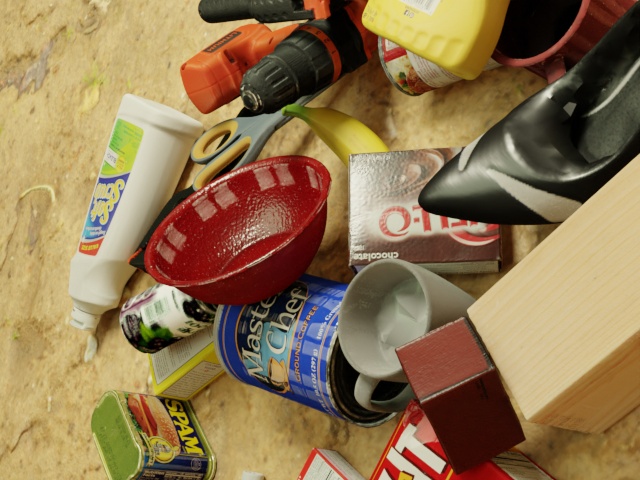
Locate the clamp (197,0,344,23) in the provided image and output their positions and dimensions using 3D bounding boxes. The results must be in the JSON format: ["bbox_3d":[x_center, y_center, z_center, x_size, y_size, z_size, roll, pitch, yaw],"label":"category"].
[{"bbox_3d":[-0.038,-0.199,0.884,0.171,0.120,0.039,-127,17,-73],"label":"clamp"}]

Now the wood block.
[{"bbox_3d":[0.203,0.020,0.650,0.206,0.090,0.091,-46,49,26],"label":"wood block"}]

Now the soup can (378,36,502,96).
[{"bbox_3d":[0.104,-0.158,0.827,0.102,0.068,0.068,-14,68,43],"label":"soup can"}]

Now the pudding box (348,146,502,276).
[{"bbox_3d":[0.078,-0.021,0.794,0.113,0.039,0.090,-4,70,11],"label":"pudding box"}]

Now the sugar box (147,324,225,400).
[{"bbox_3d":[-0.092,0.066,0.983,0.176,0.048,0.093,-37,53,29],"label":"sugar box"}]

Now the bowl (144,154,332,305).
[{"bbox_3d":[-0.056,0.001,0.842,0.162,0.055,0.162,-20,31,13],"label":"bowl"}]

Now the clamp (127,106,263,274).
[{"bbox_3d":[-0.120,-0.033,1.038,0.210,0.036,0.164,-34,34,45],"label":"clamp"}]

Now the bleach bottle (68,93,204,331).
[{"bbox_3d":[-0.206,-0.021,1.120,0.103,0.067,0.251,30,102,50],"label":"bleach bottle"}]

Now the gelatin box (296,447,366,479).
[{"bbox_3d":[0.012,0.217,0.836,0.089,0.030,0.073,35,102,46],"label":"gelatin box"}]

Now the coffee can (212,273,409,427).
[{"bbox_3d":[-0.003,0.080,0.840,0.141,0.102,0.103,11,86,48],"label":"coffee can"}]

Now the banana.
[{"bbox_3d":[0.039,-0.042,0.864,0.198,0.069,0.037,58,159,28],"label":"banana"}]

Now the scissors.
[{"bbox_3d":[-0.045,-0.118,0.969,0.201,0.016,0.096,-45,37,-4],"label":"scissors"}]

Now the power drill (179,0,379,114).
[{"bbox_3d":[-0.040,-0.154,0.924,0.188,0.184,0.057,0,120,50],"label":"power drill"}]

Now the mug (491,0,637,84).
[{"bbox_3d":[0.172,-0.142,0.739,0.093,0.081,0.117,-27,59,39],"label":"mug"}]

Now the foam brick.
[{"bbox_3d":[0.090,0.099,0.679,0.053,0.078,0.051,-26,37,1],"label":"foam brick"}]

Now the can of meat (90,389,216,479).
[{"bbox_3d":[-0.157,0.187,0.984,0.057,0.083,0.102,-53,46,21],"label":"can of meat"}]

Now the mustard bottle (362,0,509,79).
[{"bbox_3d":[0.109,-0.213,0.722,0.096,0.058,0.192,36,104,36],"label":"mustard bottle"}]
